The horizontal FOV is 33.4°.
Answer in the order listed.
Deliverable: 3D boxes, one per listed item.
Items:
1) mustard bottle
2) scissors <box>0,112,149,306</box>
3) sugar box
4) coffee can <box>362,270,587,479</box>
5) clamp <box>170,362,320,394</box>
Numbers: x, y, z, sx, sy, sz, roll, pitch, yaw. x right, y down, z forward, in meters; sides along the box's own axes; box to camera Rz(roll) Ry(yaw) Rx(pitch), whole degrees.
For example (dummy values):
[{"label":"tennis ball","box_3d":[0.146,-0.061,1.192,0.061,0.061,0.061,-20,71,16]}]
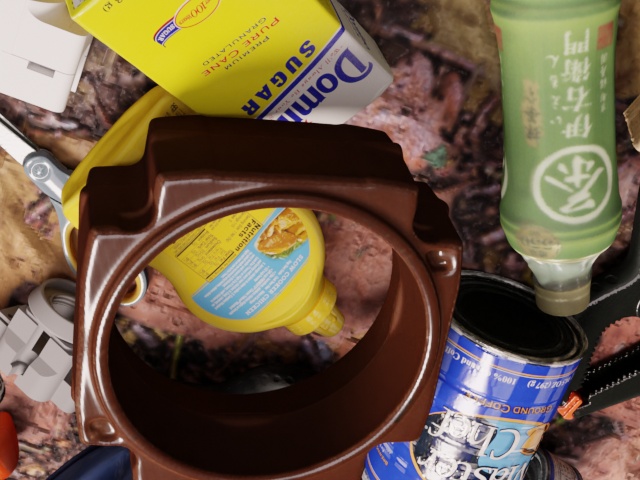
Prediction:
[{"label":"mustard bottle","box_3d":[-0.054,0.001,0.644,0.096,0.058,0.191,-47,117,5]},{"label":"scissors","box_3d":[-0.150,-0.047,0.652,0.096,0.016,0.201,-24,115,9]},{"label":"sugar box","box_3d":[-0.042,-0.109,0.560,0.093,0.048,0.176,-35,142,17]},{"label":"coffee can","box_3d":[0.095,0.104,0.680,0.102,0.103,0.140,15,115,-8]},{"label":"clamp","box_3d":[-0.063,0.115,0.717,0.171,0.039,0.120,-19,132,7]}]
